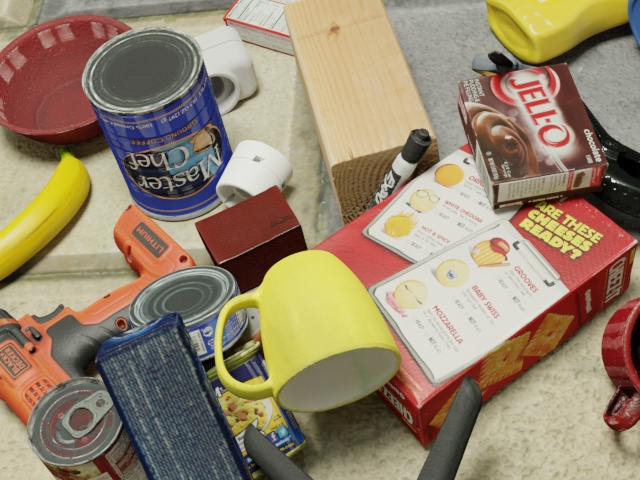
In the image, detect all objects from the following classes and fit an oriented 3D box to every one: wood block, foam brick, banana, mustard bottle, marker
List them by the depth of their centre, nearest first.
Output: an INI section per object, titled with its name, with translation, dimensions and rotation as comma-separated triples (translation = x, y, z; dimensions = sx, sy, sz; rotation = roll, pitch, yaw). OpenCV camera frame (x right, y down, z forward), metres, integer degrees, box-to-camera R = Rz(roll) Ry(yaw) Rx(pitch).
[marker]
translation = 0.059, -0.045, 0.867
dimensions = 0.020, 0.121, 0.020
rotation = 15, 44, -15
[foam brick]
translation = -0.056, 0.001, 0.893
dimensions = 0.078, 0.051, 0.053
rotation = -25, 53, -8
[wood block]
translation = 0.036, -0.124, 0.947
dimensions = 0.091, 0.090, 0.206
rotation = -15, 52, 0
[banana]
translation = -0.266, -0.010, 0.954
dimensions = 0.070, 0.037, 0.197
rotation = 1, 45, 47
[mustard bottle]
translation = 0.260, -0.236, 1.009
dimensions = 0.191, 0.058, 0.096
rotation = -25, 42, -9

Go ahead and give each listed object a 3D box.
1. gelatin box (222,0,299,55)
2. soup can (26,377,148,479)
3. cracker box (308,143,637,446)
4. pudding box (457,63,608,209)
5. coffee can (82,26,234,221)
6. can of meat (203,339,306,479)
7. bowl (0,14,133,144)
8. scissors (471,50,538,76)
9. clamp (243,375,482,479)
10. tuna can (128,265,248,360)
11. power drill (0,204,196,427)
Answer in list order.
[gelatin box]
translation = -0.042, -0.229, 1.080
dimensions = 0.089, 0.030, 0.073
rotation = 20, 60, 24
[soup can]
translation = -0.159, 0.152, 0.764
dimensions = 0.068, 0.102, 0.068
rotation = -5, 52, 7
[cracker box]
translation = 0.108, 0.030, 0.827
dimensions = 0.213, 0.072, 0.164
rotation = -34, 55, -16
[pudding box]
translation = 0.162, -0.083, 0.832
dimensions = 0.090, 0.039, 0.113
rotation = -10, 56, -1
[coffee can]
translation = -0.136, -0.099, 0.928
dimensions = 0.103, 0.140, 0.103
rotation = -5, 52, 7
[can of meat]
translation = -0.071, 0.133, 0.769
dimensions = 0.102, 0.057, 0.084
rotation = -28, 92, -10
[bowl]
translation = -0.242, -0.146, 1.038
dimensions = 0.162, 0.055, 0.162
rotation = -5, 52, 7
[scissors]
translation = 0.174, -0.144, 0.902
dimensions = 0.096, 0.201, 0.016
rotation = 12, 97, -1
[clamp]
translation = 0.033, 0.199, 0.696
dimensions = 0.164, 0.036, 0.210
rotation = -7, 72, 10
[tuna can]
translation = -0.099, 0.055, 0.799
dimensions = 0.086, 0.034, 0.086
rotation = -12, 30, 7
[power drill]
translation = -0.203, 0.054, 0.879
dimensions = 0.187, 0.057, 0.185
rotation = -40, 57, -17
